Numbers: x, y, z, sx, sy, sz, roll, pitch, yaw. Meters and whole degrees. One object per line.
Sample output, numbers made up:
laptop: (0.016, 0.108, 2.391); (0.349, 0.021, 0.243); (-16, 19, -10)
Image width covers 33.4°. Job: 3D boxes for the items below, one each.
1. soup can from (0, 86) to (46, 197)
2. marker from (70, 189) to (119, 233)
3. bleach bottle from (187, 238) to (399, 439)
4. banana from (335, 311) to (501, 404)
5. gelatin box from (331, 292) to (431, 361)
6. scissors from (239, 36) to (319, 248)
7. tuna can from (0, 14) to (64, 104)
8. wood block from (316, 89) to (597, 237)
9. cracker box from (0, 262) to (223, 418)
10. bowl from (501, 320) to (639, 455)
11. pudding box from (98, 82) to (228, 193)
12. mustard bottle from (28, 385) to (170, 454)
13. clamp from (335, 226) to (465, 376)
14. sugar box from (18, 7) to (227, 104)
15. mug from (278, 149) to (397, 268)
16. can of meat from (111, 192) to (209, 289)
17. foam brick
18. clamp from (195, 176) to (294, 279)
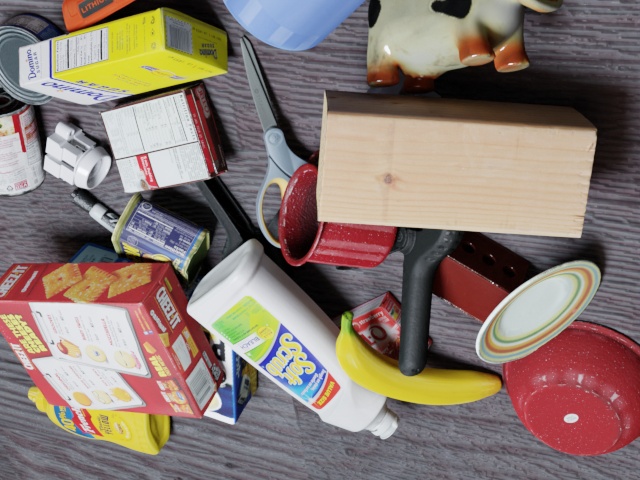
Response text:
soup can: (-0.330, -0.105, 1.121); (0.068, 0.068, 0.102); (14, 131, 17)
marker: (-0.223, -0.016, 1.168); (0.121, 0.020, 0.020); (38, 133, -4)
bleach bottle: (-0.011, 0.113, 1.085); (0.250, 0.068, 0.103); (41, 126, -16)
banana: (0.087, 0.132, 1.063); (0.197, 0.037, 0.070); (24, 133, -25)
gelatin box: (0.058, 0.101, 1.106); (0.089, 0.030, 0.073); (-29, 108, 39)
scissors: (-0.024, -0.091, 1.001); (0.096, 0.016, 0.202); (-4, 106, -10)
tuna can: (-0.288, -0.181, 1.064); (0.086, 0.033, 0.086); (14, 130, 17)
wood block: (0.103, -0.063, 0.853); (0.206, 0.090, 0.091); (4, 109, -2)
cracker box: (-0.227, 0.102, 1.130); (0.214, 0.072, 0.164); (0, 129, 29)
bowl: (0.249, 0.156, 1.033); (0.162, 0.055, 0.162); (14, 130, 17)
pudding box: (-0.153, -0.098, 1.042); (0.114, 0.039, 0.090); (-9, 103, 30)
mustard bottle: (-0.287, 0.210, 1.351); (0.192, 0.058, 0.096); (8, 128, 22)
clamp: (0.088, 0.007, 0.965); (0.036, 0.165, 0.210); (2, 134, -32)
sugar box: (-0.182, -0.165, 0.980); (0.177, 0.093, 0.048); (-10, 79, 32)
mug: (0.017, -0.029, 0.976); (0.081, 0.117, 0.093); (8, 154, -26)
can of meat: (-0.163, 0.003, 1.108); (0.084, 0.057, 0.102); (26, 164, 2)
foam brick: (0.146, 0.033, 0.992); (0.078, 0.053, 0.051); (30, 132, 3)
clamp: (-0.057, 0.001, 1.083); (0.120, 0.039, 0.171); (6, 124, 30)
